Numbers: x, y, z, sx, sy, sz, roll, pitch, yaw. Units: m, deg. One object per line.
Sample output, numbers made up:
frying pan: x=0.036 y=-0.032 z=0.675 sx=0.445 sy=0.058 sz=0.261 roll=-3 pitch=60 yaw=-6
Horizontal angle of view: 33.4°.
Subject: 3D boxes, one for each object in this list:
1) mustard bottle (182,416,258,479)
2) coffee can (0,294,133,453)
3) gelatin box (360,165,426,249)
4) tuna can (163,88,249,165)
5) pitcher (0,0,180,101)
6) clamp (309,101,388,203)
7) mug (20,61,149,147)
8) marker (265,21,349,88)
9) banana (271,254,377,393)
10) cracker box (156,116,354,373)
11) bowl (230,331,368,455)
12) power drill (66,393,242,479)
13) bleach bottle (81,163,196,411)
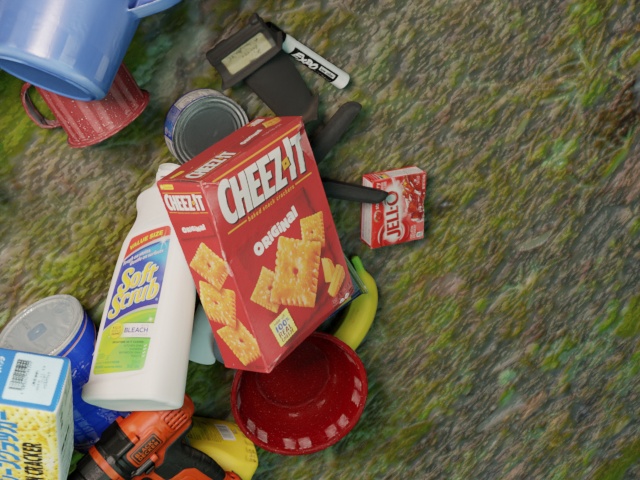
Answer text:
mustard bottle: x=-0.170 y=0.230 z=1.213 sx=0.191 sy=0.096 sz=0.058 roll=18 pitch=106 yaw=-34
coffee can: x=-0.259 y=0.141 z=1.118 sx=0.102 sy=0.103 sz=0.140 roll=-36 pitch=125 yaw=-9
gelatin box: x=0.087 y=-0.039 z=1.266 sx=0.073 sy=0.030 sz=0.089 roll=-11 pitch=117 yaw=-23
tuna can: x=-0.120 y=-0.114 z=1.115 sx=0.086 sy=0.034 sz=0.086 roll=-12 pitch=118 yaw=-24
pitcher: x=-0.183 y=-0.245 z=0.907 sx=0.144 sy=0.149 sz=0.243 roll=23 pitch=83 yaw=-29
clamp: x=-0.012 y=-0.083 z=1.182 sx=0.171 sy=0.039 sz=0.120 roll=-14 pitch=101 yaw=-15
mug: x=-0.232 y=-0.144 z=1.015 sx=0.117 sy=0.093 sz=0.081 roll=-17 pitch=122 yaw=22
marker: x=-0.018 y=-0.198 z=1.139 sx=0.121 sy=0.020 sz=0.020 roll=29 pitch=97 yaw=-35
banana: x=0.015 y=0.114 z=1.300 sx=0.069 sy=0.037 sz=0.198 roll=32 pitch=93 yaw=-6
cracker box: x=-0.057 y=0.001 z=1.088 sx=0.163 sy=0.072 sz=0.213 roll=-39 pitch=121 yaw=-42
bowl: x=-0.028 y=0.169 z=1.251 sx=0.162 sy=0.055 sz=0.162 roll=-4 pitch=110 yaw=-10
power drill: x=-0.172 y=0.263 z=1.126 sx=0.184 sy=0.057 sz=0.187 roll=-43 pitch=128 yaw=-7
bleach bottle: x=-0.173 y=0.043 z=1.083 sx=0.068 sy=0.103 sz=0.251 roll=33 pitch=56 yaw=-53
